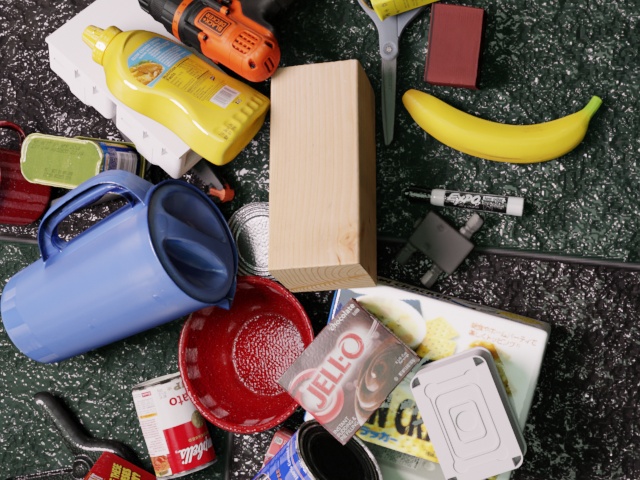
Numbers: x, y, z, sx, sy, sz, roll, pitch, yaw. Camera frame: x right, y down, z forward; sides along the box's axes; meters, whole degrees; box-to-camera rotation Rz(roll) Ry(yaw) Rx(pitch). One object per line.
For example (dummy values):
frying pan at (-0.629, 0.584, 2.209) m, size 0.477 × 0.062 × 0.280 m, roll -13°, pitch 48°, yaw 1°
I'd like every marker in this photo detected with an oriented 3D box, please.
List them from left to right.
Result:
marker at (0.145, -0.041, 1.081) m, size 0.121 × 0.020 × 0.020 m, roll 7°, pitch 95°, yaw 13°

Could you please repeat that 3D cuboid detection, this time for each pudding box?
pudding box at (0.028, 0.126, 1.032) m, size 0.090 × 0.039 × 0.113 m, roll 42°, pitch 89°, yaw 9°

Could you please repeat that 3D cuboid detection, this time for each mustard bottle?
mustard bottle at (-0.150, -0.153, 1.039) m, size 0.191 × 0.096 × 0.058 m, roll 33°, pitch 135°, yaw 5°

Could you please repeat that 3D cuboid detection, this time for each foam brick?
foam brick at (0.135, -0.191, 1.058) m, size 0.051 × 0.053 × 0.078 m, roll 7°, pitch 96°, yaw 13°

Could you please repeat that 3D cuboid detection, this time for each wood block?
wood block at (0.004, -0.062, 1.047) m, size 0.091 × 0.090 × 0.206 m, roll -4°, pitch 73°, yaw 13°

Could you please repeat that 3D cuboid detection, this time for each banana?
banana at (0.177, -0.112, 1.063) m, size 0.198 × 0.037 × 0.069 m, roll 5°, pitch 71°, yaw 12°

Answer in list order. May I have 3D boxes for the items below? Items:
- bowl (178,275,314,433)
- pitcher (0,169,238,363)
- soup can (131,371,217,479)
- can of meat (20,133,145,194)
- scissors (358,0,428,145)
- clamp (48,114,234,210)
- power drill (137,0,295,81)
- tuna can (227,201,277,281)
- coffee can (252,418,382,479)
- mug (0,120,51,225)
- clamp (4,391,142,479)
bowl at (-0.067, 0.119, 1.115) m, size 0.162 × 0.055 × 0.162 m, roll -3°, pitch 83°, yaw 25°
pitcher at (-0.220, 0.034, 1.099) m, size 0.243 × 0.144 × 0.149 m, roll -24°, pitch 74°, yaw 29°
soup can at (-0.157, 0.197, 1.146) m, size 0.068 × 0.068 × 0.102 m, roll -17°, pitch 89°, yaw 14°
can of meat at (-0.247, -0.080, 1.110) m, size 0.102 × 0.083 × 0.057 m, roll 9°, pitch 94°, yaw 21°
scissors at (0.087, -0.204, 1.078) m, size 0.096 × 0.016 × 0.202 m, roll -15°, pitch 84°, yaw 10°
clamp at (-0.190, -0.091, 1.153) m, size 0.210 × 0.036 × 0.164 m, roll 13°, pitch 97°, yaw 17°
power drill at (-0.073, -0.264, 1.070) m, size 0.185 × 0.057 × 0.187 m, roll 35°, pitch 82°, yaw 25°
tuna can at (-0.057, 0.001, 1.127) m, size 0.086 × 0.033 × 0.086 m, roll 1°, pitch 94°, yaw 14°
coffee can at (-0.020, 0.259, 1.051) m, size 0.103 × 0.102 × 0.140 m, roll 43°, pitch 117°, yaw 8°
mug at (-0.347, -0.072, 1.161) m, size 0.093 × 0.081 × 0.117 m, roll 6°, pitch 89°, yaw 34°
clamp at (-0.265, 0.241, 1.191) m, size 0.171 × 0.039 × 0.120 m, roll 13°, pitch 101°, yaw 7°
